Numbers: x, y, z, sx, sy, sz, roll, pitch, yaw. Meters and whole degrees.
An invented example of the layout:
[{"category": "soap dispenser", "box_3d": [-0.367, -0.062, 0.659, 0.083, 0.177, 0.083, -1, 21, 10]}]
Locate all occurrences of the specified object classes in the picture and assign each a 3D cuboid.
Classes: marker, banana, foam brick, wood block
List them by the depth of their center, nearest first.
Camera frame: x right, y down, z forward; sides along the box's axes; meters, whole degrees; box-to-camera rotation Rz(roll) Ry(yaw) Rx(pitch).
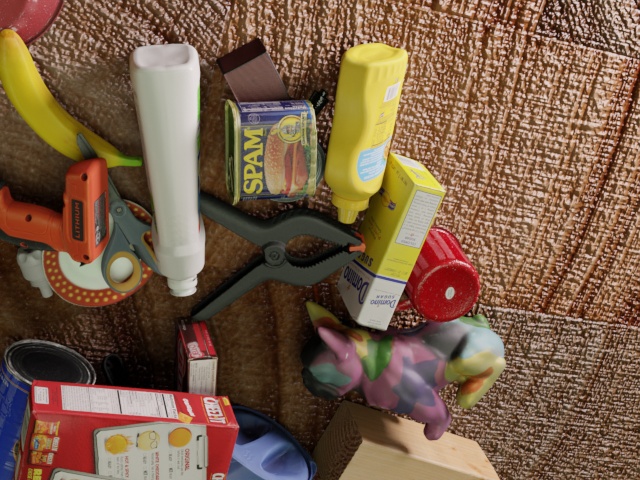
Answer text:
[{"category": "banana", "box_3d": [-0.261, -0.129, 1.051, 0.070, 0.037, 0.197, -26, 133, 21]}, {"category": "foam brick", "box_3d": [-0.064, -0.157, 1.094, 0.051, 0.053, 0.078, -28, 120, 0]}, {"category": "marker", "box_3d": [-0.030, -0.106, 1.107, 0.020, 0.020, 0.121, 30, 105, -25]}, {"category": "wood block", "box_3d": [0.107, 0.284, 1.337, 0.205, 0.090, 0.091, 20, 109, -23]}]

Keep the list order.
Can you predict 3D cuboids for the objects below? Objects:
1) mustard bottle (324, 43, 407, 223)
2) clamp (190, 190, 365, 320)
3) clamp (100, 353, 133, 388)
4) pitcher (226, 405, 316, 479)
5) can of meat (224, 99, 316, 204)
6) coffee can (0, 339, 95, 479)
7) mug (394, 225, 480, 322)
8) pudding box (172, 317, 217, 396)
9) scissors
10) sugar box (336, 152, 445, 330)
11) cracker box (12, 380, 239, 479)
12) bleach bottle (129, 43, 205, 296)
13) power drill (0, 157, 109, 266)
[{"category": "mustard bottle", "box_3d": [0.043, -0.107, 1.128, 0.058, 0.096, 0.192, 19, 117, 21]}, {"category": "clamp", "box_3d": [-0.058, 0.001, 1.172, 0.210, 0.036, 0.164, -10, 118, 3]}, {"category": "clamp", "box_3d": [-0.198, 0.219, 1.223, 0.039, 0.120, 0.171, -29, 129, -36]}, {"category": "pitcher", "box_3d": [-0.119, 0.330, 1.288, 0.149, 0.145, 0.243, 34, 108, -4]}, {"category": "can of meat", "box_3d": [-0.050, -0.090, 1.067, 0.083, 0.057, 0.102, -4, 116, -13]}, {"category": "coffee can", "box_3d": [-0.318, 0.195, 1.176, 0.102, 0.103, 0.140, 16, 111, -21]}, {"category": "mug", "box_3d": [0.122, 0.046, 1.227, 0.117, 0.081, 0.093, -24, 119, -2]}, {"category": "pudding box", "box_3d": [-0.143, 0.156, 1.209, 0.039, 0.090, 0.113, -3, 117, -14]}, {"category": "scissors", "box_3d": [-0.221, -0.017, 1.111, 0.096, 0.016, 0.201, -42, 130, -1]}, {"category": "sugar box", "box_3d": [0.074, 0.001, 1.186, 0.048, 0.093, 0.176, 16, 110, -21]}, {"category": "cracker box", "box_3d": [-0.210, 0.238, 1.125, 0.213, 0.072, 0.164, 8, 113, -19]}, {"category": "bleach bottle", "box_3d": [-0.149, -0.065, 1.084, 0.068, 0.102, 0.251, -5, 114, -7]}, {"category": "power drill", "box_3d": [-0.306, -0.052, 1.053, 0.188, 0.057, 0.184, 6, 117, 9]}]
